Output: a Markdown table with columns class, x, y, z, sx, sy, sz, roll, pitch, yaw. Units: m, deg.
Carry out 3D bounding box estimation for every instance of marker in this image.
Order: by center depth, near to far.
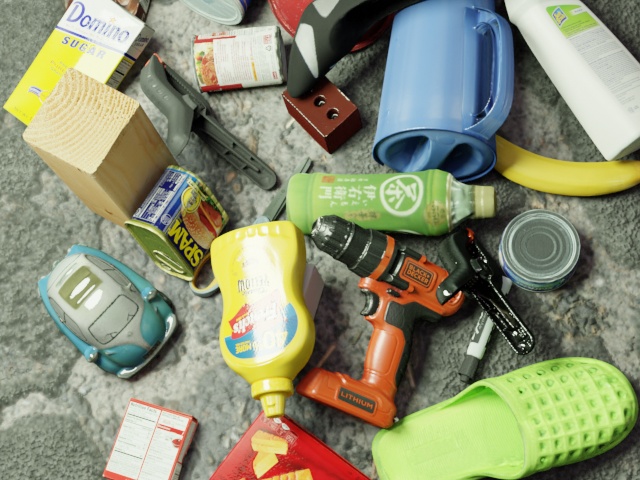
| class | x | y | z | sx | sy | sz | roll | pitch | yaw |
| --- | --- | --- | --- | --- | --- | --- | --- | --- | --- |
| marker | 0.174 | 0.095 | 1.133 | 0.020 | 0.020 | 0.121 | 21 | 75 | 13 |

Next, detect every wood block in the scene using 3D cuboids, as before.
| class | x | y | z | sx | sy | sz | roll | pitch | yaw |
| --- | --- | --- | --- | --- | --- | --- | --- | --- | --- |
| wood block | -0.224 | -0.086 | 1.143 | 0.091 | 0.206 | 0.090 | 27 | 77 | 15 |

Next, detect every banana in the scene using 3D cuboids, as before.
| class | x | y | z | sx | sy | sz | roll | pitch | yaw |
| --- | --- | --- | --- | --- | --- | --- | --- | --- | --- |
| banana | 0.259 | -0.083 | 1.173 | 0.198 | 0.037 | 0.069 | 19 | 75 | 13 |

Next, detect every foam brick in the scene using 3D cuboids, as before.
| class | x | y | z | sx | sy | sz | roll | pitch | yaw |
| --- | --- | --- | --- | --- | --- | --- | --- | --- | --- |
| foam brick | 0.002 | -0.148 | 1.218 | 0.053 | 0.051 | 0.078 | -42 | 72 | -7 |

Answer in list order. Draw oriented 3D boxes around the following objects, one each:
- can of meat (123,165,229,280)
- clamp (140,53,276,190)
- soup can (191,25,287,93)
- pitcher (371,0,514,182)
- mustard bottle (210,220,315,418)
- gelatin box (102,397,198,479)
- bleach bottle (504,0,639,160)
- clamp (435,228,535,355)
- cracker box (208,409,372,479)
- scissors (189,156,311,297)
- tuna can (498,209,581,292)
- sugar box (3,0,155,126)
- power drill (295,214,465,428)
| class | x | y | z | sx | sy | sz | roll | pitch | yaw |
| --- | --- | --- | --- | --- | --- | --- | --- | --- | --- |
| can of meat | -0.154 | -0.020 | 1.164 | 0.058 | 0.102 | 0.084 | 16 | 63 | 33 |
| clamp | -0.141 | -0.138 | 1.212 | 0.036 | 0.164 | 0.210 | -49 | 48 | 16 |
| soup can | -0.094 | -0.211 | 1.242 | 0.102 | 0.068 | 0.068 | -6 | 71 | 4 |
| pitcher | 0.140 | -0.196 | 1.173 | 0.149 | 0.145 | 0.243 | 2 | 69 | 12 |
| mustard bottle | -0.055 | 0.081 | 1.061 | 0.096 | 0.058 | 0.191 | -13 | 68 | 15 |
| gelatin box | -0.179 | 0.220 | 1.130 | 0.073 | 0.030 | 0.089 | 14 | 74 | 13 |
| bleach bottle | 0.283 | -0.211 | 1.169 | 0.102 | 0.068 | 0.251 | -23 | 74 | -35 |
| clamp | 0.151 | 0.038 | 1.091 | 0.039 | 0.120 | 0.171 | -45 | 32 | 18 |
| cracker box | -0.050 | 0.297 | 1.066 | 0.164 | 0.072 | 0.213 | 35 | 80 | 17 |
| scissors | -0.058 | 0.001 | 1.194 | 0.201 | 0.016 | 0.096 | -41 | 69 | -6 |
| tuna can | 0.235 | 0.010 | 1.146 | 0.086 | 0.034 | 0.086 | -2 | 71 | 6 |
| sugar box | -0.282 | -0.201 | 1.249 | 0.093 | 0.048 | 0.176 | 35 | 97 | 10 |
| power drill | 0.045 | 0.085 | 1.100 | 0.184 | 0.057 | 0.187 | 27 | 80 | -16 |
